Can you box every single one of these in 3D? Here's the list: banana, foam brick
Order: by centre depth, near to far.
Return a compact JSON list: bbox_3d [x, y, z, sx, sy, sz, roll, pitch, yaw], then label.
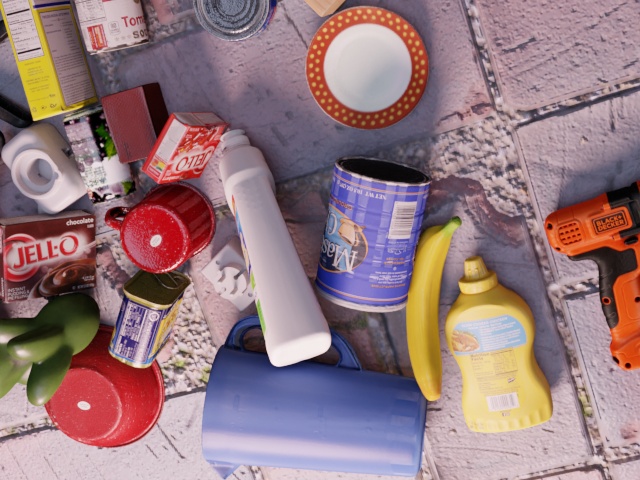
[{"bbox_3d":[0.116,0.069,1.148,0.037,0.070,0.198,4,94,-14],"label":"banana"},{"bbox_3d":[-0.199,-0.129,1.170,0.053,0.051,0.078,-11,103,15],"label":"foam brick"}]

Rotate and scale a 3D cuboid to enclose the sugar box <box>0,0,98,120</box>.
[{"bbox_3d":[-0.297,-0.224,1.142,0.048,0.093,0.176,-13,101,14],"label":"sugar box"}]

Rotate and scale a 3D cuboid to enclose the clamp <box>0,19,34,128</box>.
[{"bbox_3d":[-0.400,-0.176,1.205,0.172,0.039,0.120,-8,99,20],"label":"clamp"}]

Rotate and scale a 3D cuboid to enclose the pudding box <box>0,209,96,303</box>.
[{"bbox_3d":[-0.311,0.016,1.205,0.039,0.113,0.090,23,116,47],"label":"pudding box"}]

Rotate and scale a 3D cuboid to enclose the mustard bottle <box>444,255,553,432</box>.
[{"bbox_3d":[0.186,0.109,1.155,0.096,0.058,0.191,-11,103,19],"label":"mustard bottle"}]

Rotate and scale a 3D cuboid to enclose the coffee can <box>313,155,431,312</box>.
[{"bbox_3d":[0.054,-0.008,1.125,0.103,0.102,0.140,12,107,8],"label":"coffee can"}]

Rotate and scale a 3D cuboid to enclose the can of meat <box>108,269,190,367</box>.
[{"bbox_3d":[-0.194,0.084,1.203,0.057,0.102,0.084,21,110,4],"label":"can of meat"}]

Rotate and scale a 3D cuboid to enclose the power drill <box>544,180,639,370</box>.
[{"bbox_3d":[0.345,0.029,1.103,0.185,0.057,0.187,-18,98,19],"label":"power drill"}]

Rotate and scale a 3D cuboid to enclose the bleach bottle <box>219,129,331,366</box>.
[{"bbox_3d":[-0.057,0.001,1.139,0.068,0.102,0.251,-17,73,-6],"label":"bleach bottle"}]

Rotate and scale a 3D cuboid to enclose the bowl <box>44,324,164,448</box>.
[{"bbox_3d":[-0.270,0.184,1.270,0.162,0.055,0.162,3,106,11],"label":"bowl"}]

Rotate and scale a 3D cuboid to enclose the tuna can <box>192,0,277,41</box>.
[{"bbox_3d":[-0.090,-0.253,1.123,0.086,0.033,0.086,3,106,10],"label":"tuna can"}]

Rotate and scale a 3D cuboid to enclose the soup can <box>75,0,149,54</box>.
[{"bbox_3d":[-0.226,-0.254,1.132,0.068,0.068,0.102,-8,104,13],"label":"soup can"}]

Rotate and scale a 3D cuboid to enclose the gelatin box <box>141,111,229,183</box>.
[{"bbox_3d":[-0.144,-0.100,1.146,0.030,0.089,0.073,38,109,15],"label":"gelatin box"}]

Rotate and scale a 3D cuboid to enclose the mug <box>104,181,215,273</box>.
[{"bbox_3d":[-0.183,-0.016,1.182,0.117,0.081,0.093,16,108,6],"label":"mug"}]

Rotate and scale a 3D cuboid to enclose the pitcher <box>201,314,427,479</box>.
[{"bbox_3d":[-0.004,0.183,1.184,0.243,0.145,0.149,6,134,6],"label":"pitcher"}]
